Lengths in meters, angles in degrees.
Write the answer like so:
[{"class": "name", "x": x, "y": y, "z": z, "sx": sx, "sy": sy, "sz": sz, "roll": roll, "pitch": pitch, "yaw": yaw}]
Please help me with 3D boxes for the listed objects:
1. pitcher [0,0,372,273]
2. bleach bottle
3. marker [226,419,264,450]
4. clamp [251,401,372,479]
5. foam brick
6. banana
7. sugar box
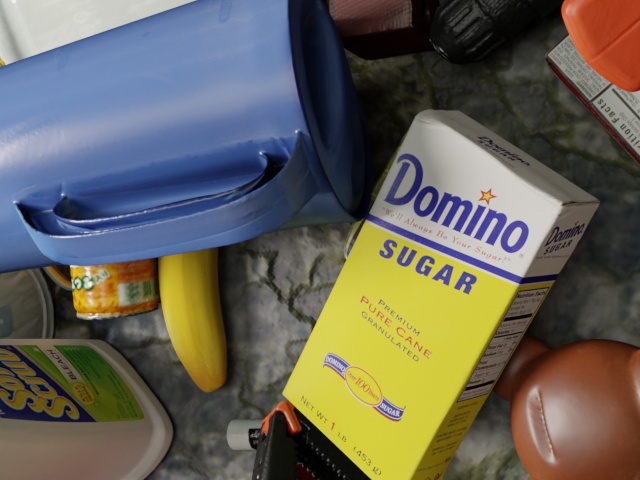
[{"class": "pitcher", "x": -0.102, "y": -0.047, "z": 0.564, "sx": 0.243, "sy": 0.149, "sz": 0.145, "roll": -12, "pitch": 80, "yaw": 15}, {"class": "bleach bottle", "x": -0.192, "y": 0.102, "z": 0.600, "sx": 0.068, "sy": 0.250, "sz": 0.103, "roll": -48, "pitch": 67, "yaw": 14}, {"class": "marker", "x": 0.001, "y": 0.115, "z": 0.633, "sx": 0.121, "sy": 0.020, "sz": 0.020, "roll": -5, "pitch": 82, "yaw": 26}, {"class": "clamp", "x": 0.011, "y": 0.185, "z": 0.548, "sx": 0.210, "sy": 0.164, "sz": 0.036, "roll": 59, "pitch": 145, "yaw": 15}, {"class": "foam brick", "x": 0.038, "y": -0.151, "z": 0.626, "sx": 0.051, "sy": 0.052, "sz": 0.078, "roll": -5, "pitch": 83, "yaw": 26}, {"class": "banana", "x": -0.069, "y": -0.007, "z": 0.671, "sx": 0.070, "sy": 0.037, "sz": 0.198, "roll": 16, "pitch": 91, "yaw": 27}, {"class": "sugar box", "x": 0.054, "y": 0.032, "z": 0.535, "sx": 0.093, "sy": 0.048, "sz": 0.176, "roll": 38, "pitch": 117, "yaw": 32}]
